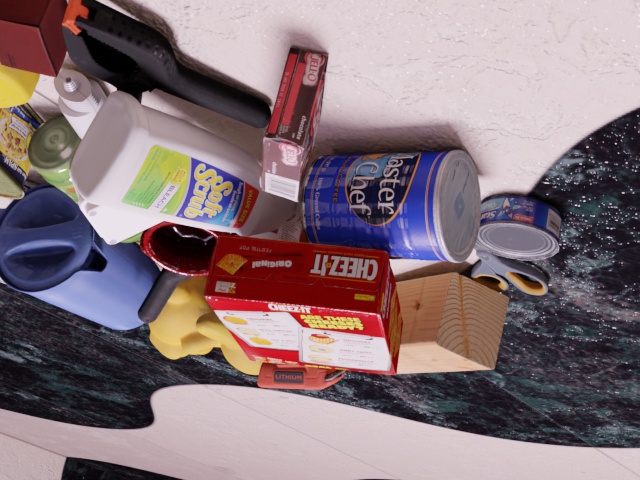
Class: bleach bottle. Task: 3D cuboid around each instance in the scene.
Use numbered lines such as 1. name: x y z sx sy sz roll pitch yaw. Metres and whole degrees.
1. bleach bottle: -0.105 -0.060 1.010 0.250 0.068 0.103 13 120 -44

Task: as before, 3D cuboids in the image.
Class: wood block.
1. wood block: 0.120 0.105 1.295 0.090 0.091 0.206 25 161 -26

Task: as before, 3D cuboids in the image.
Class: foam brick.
1. foam brick: -0.244 -0.182 0.892 0.053 0.051 0.078 13 158 3

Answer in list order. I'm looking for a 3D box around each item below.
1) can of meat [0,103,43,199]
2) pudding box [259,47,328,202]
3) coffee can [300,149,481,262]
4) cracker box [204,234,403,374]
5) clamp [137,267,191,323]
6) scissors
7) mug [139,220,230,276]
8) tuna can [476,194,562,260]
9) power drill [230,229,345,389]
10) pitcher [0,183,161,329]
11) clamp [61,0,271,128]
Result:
1. can of meat: -0.331 -0.103 1.089 0.057 0.084 0.102 7 157 16
2. pudding box: -0.022 -0.097 0.914 0.039 0.090 0.113 15 159 0
3. coffee can: 0.067 -0.032 1.002 0.140 0.102 0.102 1 155 29
4. cracker box: -0.007 0.067 1.055 0.164 0.072 0.213 5 158 10
5. clamp: -0.172 0.030 1.280 0.039 0.120 0.172 17 155 -24
6. scissors: 0.172 0.018 1.178 0.201 0.016 0.096 29 153 -33
7. mug: -0.147 -0.017 1.160 0.117 0.081 0.093 -19 133 30
8. tuna can: 0.197 -0.013 1.063 0.086 0.033 0.086 12 158 5
9. power drill: -0.047 0.077 1.243 0.185 0.188 0.057 -1 -168 33
10. pitcher: -0.298 0.028 1.332 0.145 0.149 0.242 -25 156 7
11. clamp: -0.146 -0.147 0.936 0.165 0.036 0.209 3 160 21
